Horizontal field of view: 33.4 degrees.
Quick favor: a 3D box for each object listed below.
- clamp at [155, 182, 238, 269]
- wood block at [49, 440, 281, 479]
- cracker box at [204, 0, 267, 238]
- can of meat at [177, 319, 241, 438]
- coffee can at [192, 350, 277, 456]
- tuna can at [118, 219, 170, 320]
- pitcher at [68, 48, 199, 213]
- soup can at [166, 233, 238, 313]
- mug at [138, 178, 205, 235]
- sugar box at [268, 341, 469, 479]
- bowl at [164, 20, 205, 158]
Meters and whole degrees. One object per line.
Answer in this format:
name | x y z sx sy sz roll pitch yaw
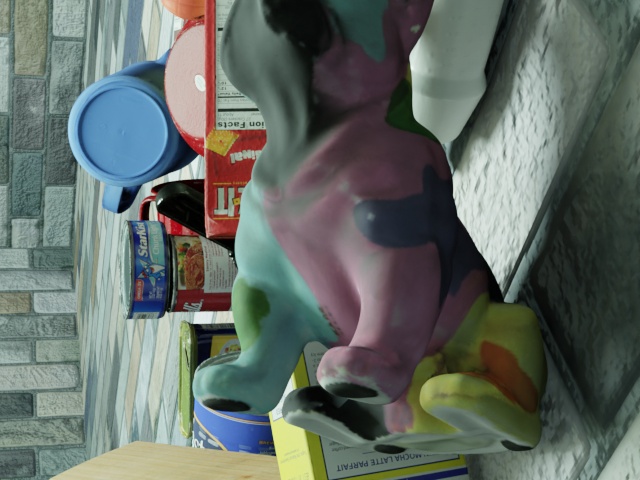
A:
clamp | -0.055 0.001 0.808 0.164 0.036 0.210 56 -165 -16
wood block | -0.077 0.196 0.710 0.207 0.090 0.091 -4 98 39
cracker box | -0.023 -0.108 0.698 0.164 0.072 0.214 -4 -86 -81
can of meat | -0.081 0.121 0.949 0.057 0.083 0.102 -178 88 -73
coffee can | -0.047 0.167 0.807 0.103 0.102 0.140 -133 45 -66
tuna can | -0.151 0.025 0.911 0.086 0.033 0.086 180 90 -73
pitcher | -0.194 -0.113 1.133 0.243 0.145 0.149 -94 -19 -80
soup can | -0.082 0.028 0.922 0.069 0.102 0.068 180 90 -73
mug | -0.136 -0.016 1.096 0.093 0.117 0.081 -30 -57 -62
sugar box | 0.024 0.104 0.553 0.048 0.093 0.176 -34 62 58
bowl | -0.075 -0.127 0.857 0.162 0.055 0.162 6 98 42
